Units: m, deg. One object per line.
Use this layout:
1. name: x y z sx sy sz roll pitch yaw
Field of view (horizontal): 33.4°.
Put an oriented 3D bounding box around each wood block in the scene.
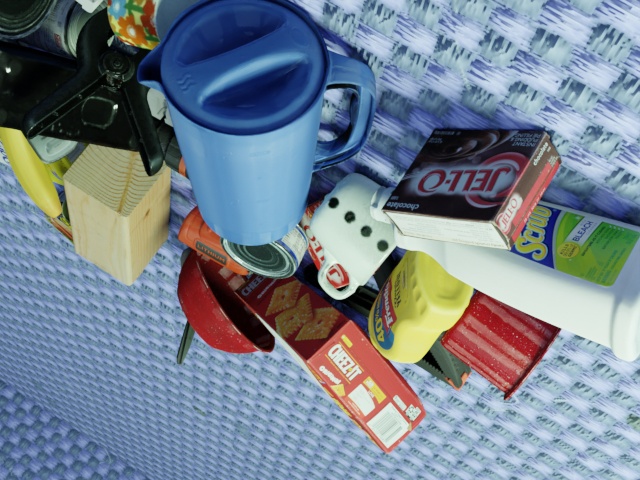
1. wood block: -0.239 -0.038 1.276 0.090 0.090 0.206 32 155 6

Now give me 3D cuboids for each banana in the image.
1. banana: -0.343 -0.120 1.236 0.070 0.037 0.198 21 127 36

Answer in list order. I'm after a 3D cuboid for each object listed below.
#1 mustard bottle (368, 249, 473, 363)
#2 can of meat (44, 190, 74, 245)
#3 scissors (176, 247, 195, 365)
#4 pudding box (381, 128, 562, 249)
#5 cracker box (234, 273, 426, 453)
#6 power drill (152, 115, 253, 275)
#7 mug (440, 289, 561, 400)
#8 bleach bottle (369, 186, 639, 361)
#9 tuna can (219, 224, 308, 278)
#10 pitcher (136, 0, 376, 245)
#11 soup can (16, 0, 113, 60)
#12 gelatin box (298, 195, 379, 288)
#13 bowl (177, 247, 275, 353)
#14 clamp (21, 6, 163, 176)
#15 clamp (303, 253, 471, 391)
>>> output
1. mustard bottle: 0.087 0.063 1.015 0.058 0.096 0.192 7 152 -12
2. can of meat: -0.315 -0.025 1.438 0.102 0.057 0.084 47 156 -23
3. scissors: -0.161 0.071 1.304 0.016 0.201 0.096 -23 102 19
4. pudding box: 0.115 -0.042 0.819 0.114 0.090 0.039 6 143 48
5. cracker box: 0.010 0.123 1.198 0.164 0.072 0.214 51 173 -29
6. power drill: -0.119 -0.048 1.143 0.184 0.057 0.188 30 155 12
7. mug: 0.166 0.089 1.001 0.081 0.093 0.117 37 174 8
8. bleach bottle: 0.147 0.008 0.850 0.251 0.102 0.068 19 140 30
9. tuna can: -0.057 0.001 1.069 0.086 0.033 0.086 19 151 11
10. pitcher: -0.051 -0.090 0.920 0.149 0.145 0.243 41 161 16
11. soup can: -0.252 -0.213 1.005 0.102 0.068 0.068 22 152 27
12. gelatin box: 0.013 0.002 1.062 0.089 0.030 0.073 62 153 -2
13. bowl: -0.121 0.076 1.264 0.162 0.055 0.162 54 -168 -17
14. clamp: -0.189 -0.142 0.924 0.120 0.171 0.039 11 155 -20
15. clamp: 0.079 0.082 1.152 0.210 0.036 0.165 47 155 -16
